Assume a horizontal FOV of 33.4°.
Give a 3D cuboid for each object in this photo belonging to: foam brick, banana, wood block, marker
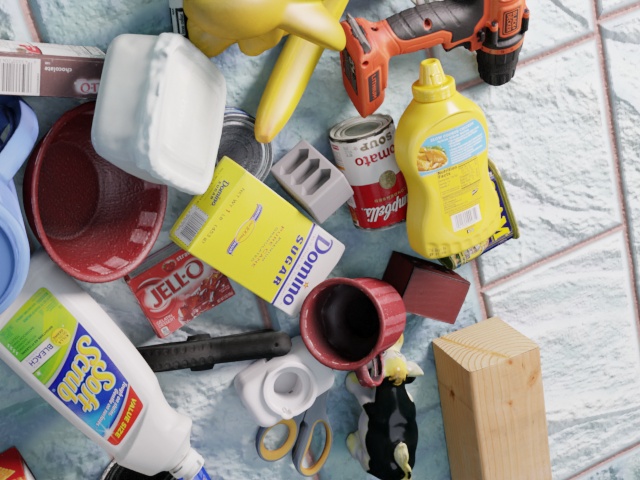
[{"bbox_3d":[0.112,0.051,1.148,0.078,0.053,0.051,16,101,-28],"label":"foam brick"},{"bbox_3d":[-0.015,-0.183,1.003,0.037,0.069,0.198,27,97,0],"label":"banana"},{"bbox_3d":[0.198,0.207,1.219,0.090,0.091,0.206,-18,114,-17],"label":"wood block"},{"bbox_3d":[-0.125,-0.171,0.986,0.020,0.020,0.121,-11,112,-20],"label":"marker"}]

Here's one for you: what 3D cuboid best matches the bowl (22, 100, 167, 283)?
[{"bbox_3d":[-0.210,-0.044,0.950,0.161,0.055,0.162,-8,100,-55],"label":"bowl"}]

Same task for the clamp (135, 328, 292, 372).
[{"bbox_3d":[-0.110,0.108,1.042,0.171,0.120,0.039,-9,82,-18],"label":"clamp"}]

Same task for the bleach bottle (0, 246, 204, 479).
[{"bbox_3d":[-0.200,0.126,0.989,0.102,0.068,0.250,-44,101,3],"label":"bleach bottle"}]

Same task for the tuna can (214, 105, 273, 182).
[{"bbox_3d":[-0.089,-0.084,1.024,0.086,0.034,0.086,-8,111,-21],"label":"tuna can"}]

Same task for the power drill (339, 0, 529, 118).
[{"bbox_3d":[0.113,-0.189,1.038,0.187,0.057,0.184,-24,149,-6],"label":"power drill"}]

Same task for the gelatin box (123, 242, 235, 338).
[{"bbox_3d":[-0.139,0.043,1.049,0.089,0.030,0.073,-31,117,-11],"label":"gelatin box"}]

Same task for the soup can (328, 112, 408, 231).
[{"bbox_3d":[0.053,-0.069,1.072,0.068,0.069,0.102,-24,115,-15],"label":"soup can"}]

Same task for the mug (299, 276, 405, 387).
[{"bbox_3d":[0.041,0.092,1.087,0.093,0.081,0.117,-20,85,25],"label":"mug"}]

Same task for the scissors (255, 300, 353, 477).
[{"bbox_3d":[-0.018,0.161,1.152,0.096,0.016,0.202,1,104,-20],"label":"scissors"}]

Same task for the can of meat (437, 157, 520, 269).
[{"bbox_3d":[0.154,-0.029,1.137,0.084,0.057,0.102,-28,116,-9],"label":"can of meat"}]

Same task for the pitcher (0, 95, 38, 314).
[{"bbox_3d":[-0.290,-0.029,0.836,0.144,0.243,0.149,-3,109,-22],"label":"pitcher"}]

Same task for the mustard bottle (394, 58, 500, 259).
[{"bbox_3d":[0.119,-0.083,1.032,0.096,0.058,0.191,-22,120,-18],"label":"mustard bottle"}]

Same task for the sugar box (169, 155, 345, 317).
[{"bbox_3d":[-0.056,0.001,1.034,0.093,0.048,0.176,-53,135,1],"label":"sugar box"}]

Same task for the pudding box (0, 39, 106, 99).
[{"bbox_3d":[-0.235,-0.146,0.907,0.113,0.090,0.039,2,105,-23],"label":"pudding box"}]
